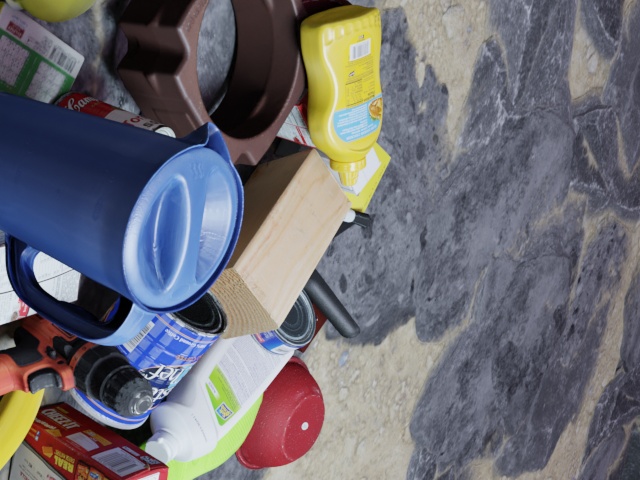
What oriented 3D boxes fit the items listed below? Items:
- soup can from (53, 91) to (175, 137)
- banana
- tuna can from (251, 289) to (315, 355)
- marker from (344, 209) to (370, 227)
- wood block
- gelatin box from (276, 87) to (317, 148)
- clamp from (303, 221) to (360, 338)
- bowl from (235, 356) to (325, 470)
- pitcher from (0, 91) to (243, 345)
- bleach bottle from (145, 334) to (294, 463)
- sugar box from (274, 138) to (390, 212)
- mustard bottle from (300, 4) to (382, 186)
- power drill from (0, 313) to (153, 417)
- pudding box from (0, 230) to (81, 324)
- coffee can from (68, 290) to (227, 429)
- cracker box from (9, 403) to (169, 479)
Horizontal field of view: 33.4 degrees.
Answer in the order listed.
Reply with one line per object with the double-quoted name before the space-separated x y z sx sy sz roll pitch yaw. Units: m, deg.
"soup can" -0.192 -0.089 0.974 0.068 0.102 0.068 -54 156 -37
"banana" -0.322 0.195 1.007 0.197 0.037 0.069 -46 140 -32
"tuna can" -0.045 0.086 1.225 0.086 0.034 0.086 28 49 -39
"marker" 0.014 -0.038 1.344 0.120 0.020 0.020 15 94 -33
"wood block" -0.058 0.002 1.176 0.090 0.091 0.205 55 43 -24
"gelatin box" -0.037 -0.145 1.193 0.030 0.089 0.073 -55 144 -22
"clamp" -0.023 0.015 1.311 0.209 0.036 0.164 28 52 -39
"bowl" -0.043 0.239 1.418 0.161 0.055 0.162 -31 131 -45
"pitcher" -0.196 -0.032 0.853 0.149 0.243 0.145 -39 137 -41
"bleach bottle" -0.119 0.155 1.173 0.102 0.068 0.250 59 34 -10
"sugar box" 0.019 -0.106 1.336 0.176 0.048 0.093 37 76 -57
"mustard bottle" 0.026 -0.149 1.146 0.096 0.058 0.192 -29 124 -41
"power drill" -0.264 0.133 0.943 0.187 0.185 0.057 -22 124 -37
"pudding box" -0.270 0.024 0.982 0.113 0.039 0.090 -21 132 -52
"coffee can" -0.175 0.104 1.063 0.140 0.103 0.102 -48 152 18
"cracker box" -0.239 0.293 1.062 0.071 0.164 0.214 -8 112 -51
